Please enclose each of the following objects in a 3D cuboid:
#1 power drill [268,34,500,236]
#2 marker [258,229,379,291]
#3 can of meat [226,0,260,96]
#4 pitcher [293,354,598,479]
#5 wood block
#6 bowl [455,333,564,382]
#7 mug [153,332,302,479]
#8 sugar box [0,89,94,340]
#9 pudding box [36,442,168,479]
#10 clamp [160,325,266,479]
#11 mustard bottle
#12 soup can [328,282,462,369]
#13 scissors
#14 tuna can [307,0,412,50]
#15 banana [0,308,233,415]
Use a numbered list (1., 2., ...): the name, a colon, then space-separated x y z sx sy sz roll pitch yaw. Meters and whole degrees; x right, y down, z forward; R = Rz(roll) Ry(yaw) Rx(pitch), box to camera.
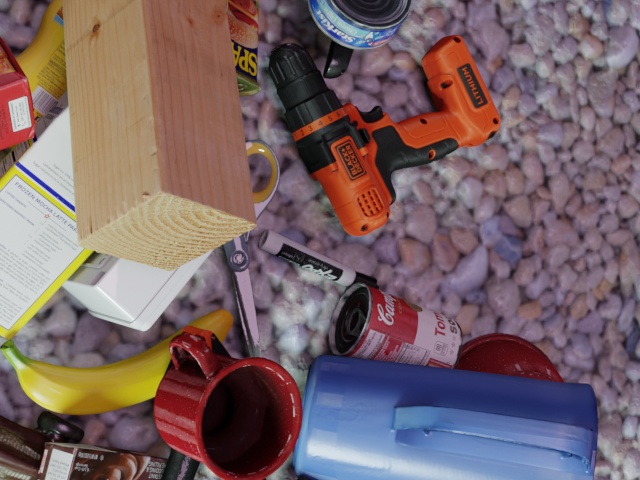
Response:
1. power drill: 0.060 -0.119 0.974 0.187 0.057 0.184 -28 96 -21
2. marker: 0.001 0.022 0.959 0.121 0.020 0.020 25 77 -21
3. can of meat: -0.091 -0.172 0.888 0.102 0.058 0.084 15 74 -63
4. pitcher: 0.104 0.164 0.890 0.243 0.145 0.149 9 118 2
5. wood block: -0.118 -0.095 0.759 0.090 0.091 0.206 19 53 -47
6. bowl: 0.185 0.170 1.016 0.161 0.055 0.162 2 86 -24
7. mug: -0.079 0.120 0.804 0.093 0.082 0.117 -41 115 -27
8. sugar box: -0.214 -0.019 0.811 0.176 0.048 0.093 -47 119 0
9. pudding box: -0.175 0.207 0.833 0.113 0.039 0.090 24 75 -53
10. clamp: -0.088 0.155 0.880 0.120 0.039 0.171 -2 99 -52
11. mustard bottle: -0.187 -0.149 0.861 0.096 0.058 0.191 40 73 -19
12. soup can: 0.068 0.086 0.958 0.102 0.069 0.068 22 79 -23
13. scissors: -0.056 0.001 0.919 0.096 0.016 0.202 -25 92 -7
14. tuna can: 0.034 -0.208 0.907 0.086 0.034 0.086 8 67 -19
15. banana: -0.157 0.102 0.863 0.197 0.037 0.070 -7 114 -34
